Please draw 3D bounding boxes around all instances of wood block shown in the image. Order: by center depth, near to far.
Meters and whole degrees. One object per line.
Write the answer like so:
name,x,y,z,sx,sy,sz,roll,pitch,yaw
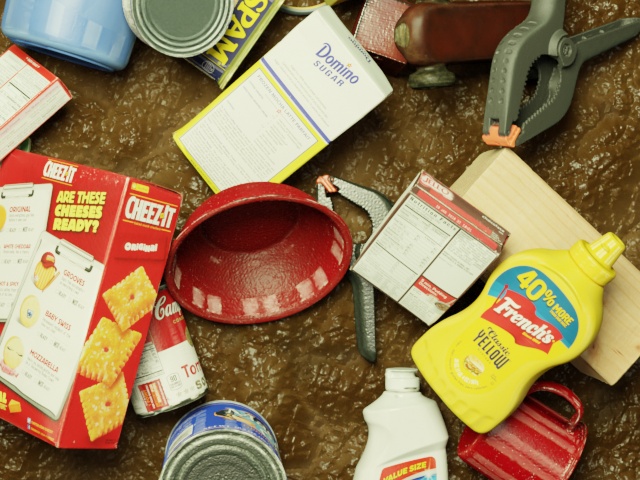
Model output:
wood block,0.198,0.021,0.942,0.206,0.091,0.090,42,87,-4

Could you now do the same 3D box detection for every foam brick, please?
foam brick,0.054,-0.180,0.935,0.053,0.078,0.051,19,89,-3

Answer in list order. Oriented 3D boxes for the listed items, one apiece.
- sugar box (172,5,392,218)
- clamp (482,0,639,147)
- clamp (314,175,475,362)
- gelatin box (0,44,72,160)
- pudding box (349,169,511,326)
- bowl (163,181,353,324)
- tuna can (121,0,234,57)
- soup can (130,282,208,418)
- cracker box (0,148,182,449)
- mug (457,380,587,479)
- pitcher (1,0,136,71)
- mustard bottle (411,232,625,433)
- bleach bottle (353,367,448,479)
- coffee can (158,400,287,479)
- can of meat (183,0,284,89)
sugar box,-0.033,-0.108,0.908,0.176,0.048,0.093,-36,95,22
clamp,0.206,-0.163,0.922,0.164,0.036,0.210,34,76,-37
clamp,0.058,0.010,0.956,0.120,0.039,0.171,-26,93,-6
gelatin box,-0.267,-0.116,0.906,0.089,0.030,0.073,-45,55,-12
pudding box,0.089,0.009,0.886,0.090,0.039,0.114,37,132,1
bowl,-0.056,0.001,0.912,0.162,0.162,0.055,-11,50,-5
tuna can,-0.115,-0.192,0.855,0.086,0.034,0.086,-9,112,-24
soup can,-0.145,0.094,0.924,0.068,0.068,0.102,-19,93,-5
cracker box,-0.213,0.044,0.876,0.164,0.072,0.214,14,89,38
mug,0.181,0.170,0.938,0.081,0.093,0.117,33,121,0
pitcher,-0.193,-0.274,0.896,0.144,0.149,0.243,15,92,-20
mustard bottle,0.170,0.064,0.866,0.192,0.058,0.096,-46,73,21
bleach bottle,0.063,0.240,0.948,0.102,0.068,0.251,1,88,-6
coffee can,-0.082,0.196,0.894,0.102,0.140,0.103,0,90,-5
can of meat,-0.089,-0.196,0.918,0.084,0.057,0.102,35,96,-8
